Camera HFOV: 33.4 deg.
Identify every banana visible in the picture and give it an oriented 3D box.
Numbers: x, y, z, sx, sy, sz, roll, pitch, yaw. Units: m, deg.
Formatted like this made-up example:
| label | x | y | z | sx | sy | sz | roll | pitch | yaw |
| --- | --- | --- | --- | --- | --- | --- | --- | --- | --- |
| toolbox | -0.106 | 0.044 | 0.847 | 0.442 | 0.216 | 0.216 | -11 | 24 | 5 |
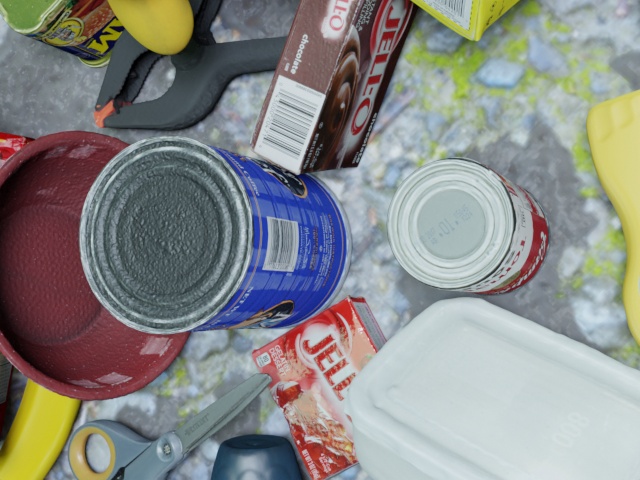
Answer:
| label | x | y | z | sx | sy | sz | roll | pitch | yaw |
| --- | --- | --- | --- | --- | --- | --- | --- | --- | --- |
| banana | -0.184 | 0.086 | 0.696 | 0.037 | 0.069 | 0.198 | 12 | 97 | 60 |

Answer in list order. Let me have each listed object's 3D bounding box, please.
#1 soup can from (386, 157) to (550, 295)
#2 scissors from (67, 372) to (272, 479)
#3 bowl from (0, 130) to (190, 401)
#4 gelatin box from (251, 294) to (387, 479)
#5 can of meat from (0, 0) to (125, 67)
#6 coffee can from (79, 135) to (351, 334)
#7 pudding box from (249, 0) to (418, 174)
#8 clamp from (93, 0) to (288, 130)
| label | x | y | z | sx | sy | sz | roll | pitch | yaw |
| --- | --- | --- | --- | --- | --- | --- | --- | --- | --- |
| soup can | 0.082 | -0.005 | 0.574 | 0.069 | 0.102 | 0.068 | -2 | 85 | 21 |
| scissors | -0.103 | 0.117 | 0.655 | 0.096 | 0.016 | 0.202 | 50 | 122 | 27 |
| bowl | -0.151 | 0.017 | 0.650 | 0.055 | 0.161 | 0.162 | -12 | 81 | 44 |
| gelatin box | 0.011 | 0.088 | 0.634 | 0.073 | 0.030 | 0.089 | -31 | 76 | 17 |
| can of meat | -0.149 | -0.168 | 0.687 | 0.102 | 0.083 | 0.057 | -42 | 73 | 14 |
| coffee can | -0.054 | 0.001 | 0.606 | 0.103 | 0.140 | 0.103 | -1 | 86 | 22 |
| pudding box | 0.010 | -0.096 | 0.606 | 0.039 | 0.089 | 0.113 | 28 | 107 | 19 |
| clamp | -0.081 | -0.135 | 0.681 | 0.172 | 0.039 | 0.120 | -26 | 77 | 18 |
